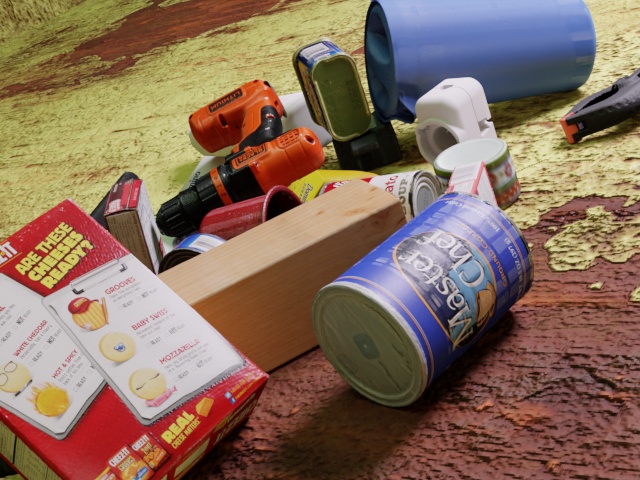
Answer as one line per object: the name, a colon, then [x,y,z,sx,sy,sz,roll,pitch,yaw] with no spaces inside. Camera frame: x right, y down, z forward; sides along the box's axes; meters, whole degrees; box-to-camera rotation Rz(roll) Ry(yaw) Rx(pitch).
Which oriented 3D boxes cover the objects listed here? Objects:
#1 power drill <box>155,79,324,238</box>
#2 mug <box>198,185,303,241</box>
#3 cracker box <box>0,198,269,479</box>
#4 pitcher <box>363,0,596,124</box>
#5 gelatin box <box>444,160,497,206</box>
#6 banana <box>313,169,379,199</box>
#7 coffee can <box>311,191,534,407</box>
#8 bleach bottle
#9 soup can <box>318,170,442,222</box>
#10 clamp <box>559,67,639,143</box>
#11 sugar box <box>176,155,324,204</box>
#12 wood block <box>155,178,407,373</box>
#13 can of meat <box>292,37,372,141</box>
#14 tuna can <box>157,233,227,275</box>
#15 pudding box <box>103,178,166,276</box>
power drill: [-0.093,-0.088,1.123,0.184,0.057,0.188,-26,33,4]
mug: [-0.057,0.001,1.026,0.082,0.093,0.117,-14,-3,28]
cracker box: [-0.172,0.092,0.776,0.214,0.072,0.164,39,51,13]
pitcher: [0.172,-0.220,1.192,0.242,0.149,0.145,-8,14,-10]
gelatin box: [0.130,-0.015,0.909,0.030,0.073,0.089,-11,25,23]
banana: [-0.010,-0.068,1.191,0.069,0.037,0.198,-32,25,-22]
coffee can: [0.077,0.041,0.790,0.103,0.103,0.140,6,35,47]
bleach bottle: [-0.084,-0.143,1.349,0.102,0.068,0.251,-36,23,-31]
soup can: [0.057,-0.028,1.003,0.102,0.068,0.068,-6,27,33]
clamp: [0.320,-0.153,1.099,0.171,0.039,0.120,-25,7,1]
sugar box: [-0.086,-0.045,1.165,0.177,0.048,0.093,5,55,49]
wood block: [-0.027,0.036,0.905,0.206,0.091,0.090,-27,23,-14]
can of meat: [0.014,-0.168,1.190,0.057,0.102,0.084,-22,24,-5]
tuna can: [-0.104,0.037,0.973,0.086,0.086,0.033,-5,26,33]
pudding box: [-0.185,0.005,1.078,0.039,0.113,0.090,-14,23,1]
